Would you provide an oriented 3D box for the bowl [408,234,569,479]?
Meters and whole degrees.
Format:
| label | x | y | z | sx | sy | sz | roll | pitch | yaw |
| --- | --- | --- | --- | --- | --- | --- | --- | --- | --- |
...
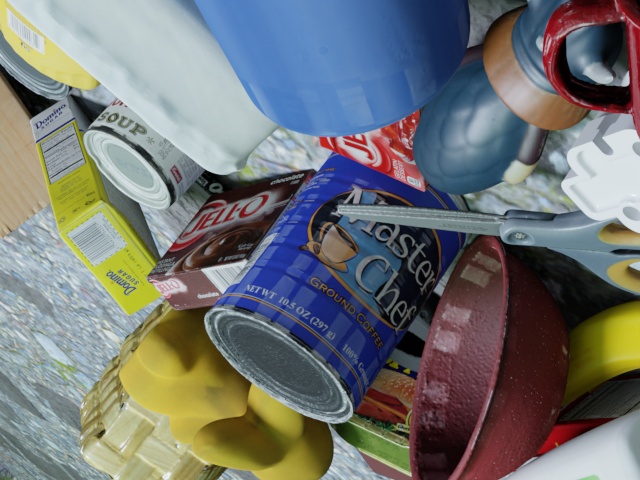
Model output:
| label | x | y | z | sx | sy | sz | roll | pitch | yaw |
| --- | --- | --- | --- | --- | --- | --- | --- | --- | --- |
| bowl | 0.103 | 0.079 | 0.632 | 0.055 | 0.162 | 0.162 | 15 | 156 | -7 |

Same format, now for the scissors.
| label | x | y | z | sx | sy | sz | roll | pitch | yaw |
| --- | --- | --- | --- | --- | --- | --- | --- | --- | --- |
| scissors | 0.117 | 0.003 | 0.553 | 0.202 | 0.016 | 0.096 | -2 | 147 | 29 |

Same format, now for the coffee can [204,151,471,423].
| label | x | y | z | sx | sy | sz | roll | pitch | yaw |
| --- | --- | --- | --- | --- | --- | --- | --- | --- | --- |
| coffee can | 0.012 | 0.022 | 0.638 | 0.103 | 0.140 | 0.103 | 29 | 153 | 16 |

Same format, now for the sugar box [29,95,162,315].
| label | x | y | z | sx | sy | sz | roll | pitch | yaw |
| --- | --- | --- | --- | --- | --- | --- | --- | --- | --- |
| sugar box | -0.169 | -0.030 | 0.805 | 0.093 | 0.048 | 0.176 | 58 | 177 | -37 |

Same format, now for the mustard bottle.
| label | x | y | z | sx | sy | sz | roll | pitch | yaw |
| --- | --- | --- | --- | --- | --- | --- | --- | --- | --- |
| mustard bottle | -0.162 | -0.174 | 0.631 | 0.096 | 0.058 | 0.192 | 41 | 156 | 11 |

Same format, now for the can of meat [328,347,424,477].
| label | x | y | z | sx | sy | sz | roll | pitch | yaw |
| --- | --- | --- | --- | --- | --- | --- | --- | --- | --- |
| can of meat | 0.067 | 0.126 | 0.811 | 0.102 | 0.083 | 0.057 | 20 | 150 | 33 |

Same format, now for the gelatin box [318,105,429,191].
| label | x | y | z | sx | sy | sz | roll | pitch | yaw |
| --- | --- | --- | --- | --- | --- | --- | --- | --- | --- |
| gelatin box | 0.030 | -0.074 | 0.583 | 0.073 | 0.030 | 0.089 | 26 | 152 | 24 |

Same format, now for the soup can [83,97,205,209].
| label | x | y | z | sx | sy | sz | roll | pitch | yaw |
| --- | --- | --- | --- | --- | --- | --- | --- | --- | --- |
| soup can | -0.085 | -0.077 | 0.645 | 0.068 | 0.102 | 0.068 | 30 | 154 | 16 |

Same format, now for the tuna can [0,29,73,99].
| label | x | y | z | sx | sy | sz | roll | pitch | yaw |
| --- | --- | --- | --- | --- | --- | --- | --- | --- | --- |
| tuna can | -0.204 | -0.144 | 0.766 | 0.086 | 0.033 | 0.086 | 30 | 154 | 16 |

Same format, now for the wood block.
| label | x | y | z | sx | sy | sz | roll | pitch | yaw |
| --- | --- | --- | --- | --- | --- | --- | --- | --- | --- |
| wood block | -0.294 | -0.109 | 0.854 | 0.090 | 0.090 | 0.206 | 41 | 164 | 44 |

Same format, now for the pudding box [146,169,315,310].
| label | x | y | z | sx | sy | sz | roll | pitch | yaw |
| --- | --- | --- | --- | --- | --- | --- | --- | --- | --- |
| pudding box | -0.055 | 0.001 | 0.731 | 0.114 | 0.090 | 0.039 | -8 | 128 | 44 |

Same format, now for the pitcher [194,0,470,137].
| label | x | y | z | sx | sy | sz | roll | pitch | yaw |
| --- | --- | --- | --- | --- | --- | --- | --- | --- | --- |
| pitcher | -0.005 | -0.154 | 0.396 | 0.149 | 0.145 | 0.242 | 45 | 168 | 38 |
